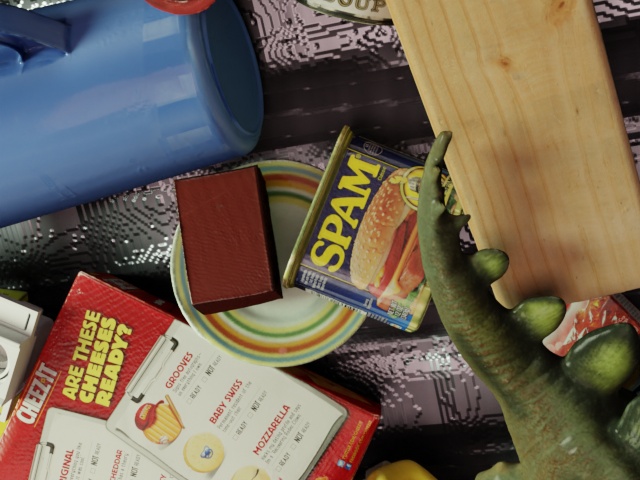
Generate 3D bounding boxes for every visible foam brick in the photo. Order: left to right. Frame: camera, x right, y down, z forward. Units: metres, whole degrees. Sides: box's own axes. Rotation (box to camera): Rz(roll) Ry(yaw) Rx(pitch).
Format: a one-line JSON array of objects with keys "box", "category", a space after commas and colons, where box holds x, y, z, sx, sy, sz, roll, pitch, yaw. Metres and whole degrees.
[{"box": [-0.054, 0.001, 0.638, 0.051, 0.053, 0.078, -9, 82, 1], "category": "foam brick"}]

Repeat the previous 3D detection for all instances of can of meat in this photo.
[{"box": [0.034, -0.005, 0.634, 0.084, 0.057, 0.102, 22, 83, 3], "category": "can of meat"}]

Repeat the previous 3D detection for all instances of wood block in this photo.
[{"box": [0.108, -0.072, 0.556, 0.090, 0.090, 0.206, -14, 123, 18], "category": "wood block"}]

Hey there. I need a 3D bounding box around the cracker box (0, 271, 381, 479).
[{"box": [-0.089, 0.137, 0.699, 0.214, 0.072, 0.164, 25, 90, 5], "category": "cracker box"}]

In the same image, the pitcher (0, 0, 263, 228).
[{"box": [-0.166, -0.082, 0.628, 0.243, 0.149, 0.145, -12, 107, 14], "category": "pitcher"}]
